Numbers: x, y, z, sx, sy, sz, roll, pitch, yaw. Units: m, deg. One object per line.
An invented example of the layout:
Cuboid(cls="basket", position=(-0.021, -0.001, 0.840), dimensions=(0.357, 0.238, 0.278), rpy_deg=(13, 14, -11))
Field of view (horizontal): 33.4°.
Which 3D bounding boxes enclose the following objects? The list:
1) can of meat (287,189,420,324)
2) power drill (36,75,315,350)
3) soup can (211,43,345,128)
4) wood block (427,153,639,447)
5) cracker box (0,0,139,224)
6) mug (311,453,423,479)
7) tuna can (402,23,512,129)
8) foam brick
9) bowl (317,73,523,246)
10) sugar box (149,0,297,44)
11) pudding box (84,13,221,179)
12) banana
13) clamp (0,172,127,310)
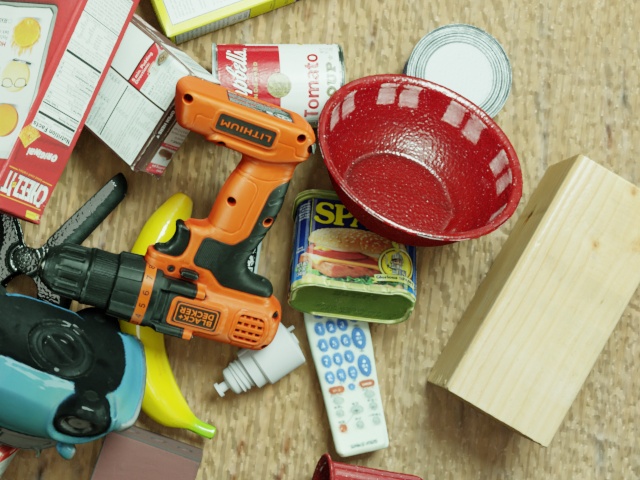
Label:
Cuboid(cls="can of meat", position=(0.026, 0.014, 0.830), dimensions=(0.102, 0.057, 0.084), rpy_deg=(7, 59, -4))
Cuboid(cls="power drill", position=(-0.096, -0.020, 0.777), dimensions=(0.184, 0.057, 0.188), rpy_deg=(16, 109, -16))
Cuboid(cls="soup can", position=(-0.034, -0.121, 0.843), dimensions=(0.102, 0.068, 0.068), rpy_deg=(-1, 87, -5))
Cuboid(cls="wood block", position=(0.178, 0.046, 0.839), dimensions=(0.090, 0.091, 0.206), rpy_deg=(31, 86, -2))
Cuboid(cls="cracker box", position=(-0.242, -0.139, 0.798), dimensions=(0.164, 0.072, 0.213), rpy_deg=(21, 86, 25))
Cuboid(cls="mug", position=(0.038, 0.215, 0.810), dimensions=(0.081, 0.117, 0.093), rpy_deg=(11, 80, -9))
Cuboid(cls="tuna can", position=(0.110, -0.131, 0.871), dimensions=(0.086, 0.034, 0.086), rpy_deg=(0, 87, -4))
Cuboid(cls="foam brick", position=(-0.134, 0.178, 0.828), dimensions=(0.078, 0.053, 0.051), rpy_deg=(20, 86, -4))
Cuboid(cls="bowl", position=(0.068, -0.050, 0.805), dimensions=(0.162, 0.055, 0.162), rpy_deg=(10, 51, -13))
Cuboid(cls="sugar box", position=(-0.056, -0.230, 0.858), dimensions=(0.176, 0.048, 0.093), rpy_deg=(-20, 90, -9))
Cuboid(cls="pudding box", position=(-0.143, -0.115, 0.816), dimensions=(0.114, 0.039, 0.090), rpy_deg=(41, 104, 29))
Cuboid(cls="banana", position=(-0.128, 0.062, 0.845), dimensions=(0.069, 0.037, 0.198), rpy_deg=(-5, 89, -24))
Cuboid(cls="clamp", position=(-0.217, 0.011, 0.836), dimensions=(0.120, 0.039, 0.171), rpy_deg=(4, 89, 4))
